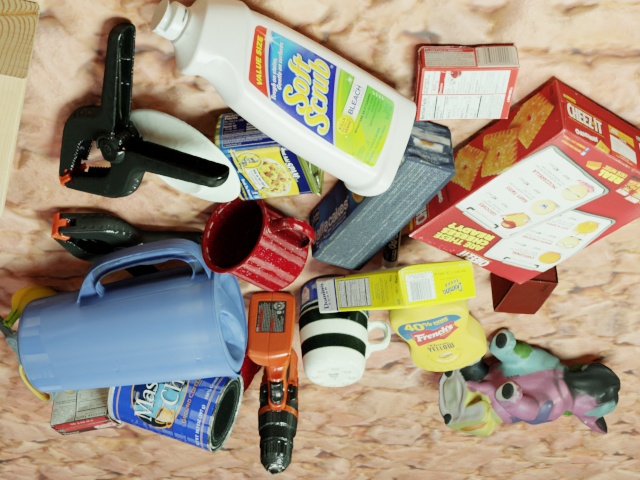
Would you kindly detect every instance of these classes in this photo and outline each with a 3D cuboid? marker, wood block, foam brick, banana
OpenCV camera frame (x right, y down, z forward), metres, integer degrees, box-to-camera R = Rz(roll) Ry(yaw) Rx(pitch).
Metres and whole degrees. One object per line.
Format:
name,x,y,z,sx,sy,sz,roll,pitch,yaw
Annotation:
marker,0.081,-0.008,1.184,0.020,0.020,0.121,0,146,-1
wood block,-0.313,-0.119,0.953,0.090,0.090,0.206,11,144,-16
foam brick,0.235,0.045,1.234,0.053,0.051,0.078,6,146,-11
banana,-0.327,0.100,1.304,0.037,0.069,0.197,11,162,24

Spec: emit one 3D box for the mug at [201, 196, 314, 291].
mug,-0.057,0.001,1.135,0.117,0.093,0.081,-21,146,34

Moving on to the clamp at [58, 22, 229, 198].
clamp,-0.190,-0.103,0.993,0.210,0.036,0.164,-15,109,44

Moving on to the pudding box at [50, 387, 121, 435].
pudding box,-0.302,0.194,1.402,0.090,0.113,0.039,-12,146,18

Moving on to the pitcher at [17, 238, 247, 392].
pitcher,-0.211,0.093,1.194,0.243,0.149,0.145,-9,168,9

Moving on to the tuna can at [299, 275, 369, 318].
tuna can,0.017,0.077,1.299,0.086,0.033,0.086,0,146,0

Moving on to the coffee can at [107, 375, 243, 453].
coffee can,-0.181,0.196,1.339,0.140,0.102,0.103,16,149,14

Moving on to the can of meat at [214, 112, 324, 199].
can of meat,-0.048,-0.084,1.036,0.084,0.057,0.102,-6,145,13

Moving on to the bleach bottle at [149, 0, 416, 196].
bleach bottle,-0.036,-0.131,0.927,0.250,0.102,0.068,24,172,-30

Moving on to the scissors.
scissors,-0.362,0.129,1.325,0.096,0.016,0.202,3,130,24

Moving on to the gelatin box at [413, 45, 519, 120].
gelatin box,0.131,-0.143,0.971,0.089,0.030,0.073,-1,148,0

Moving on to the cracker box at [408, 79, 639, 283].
cracker box,0.217,-0.051,1.073,0.164,0.072,0.214,23,141,-29

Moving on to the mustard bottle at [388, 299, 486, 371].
mustard bottle,0.136,0.094,1.302,0.096,0.058,0.191,-13,144,17

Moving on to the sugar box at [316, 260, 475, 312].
sugar box,0.078,0.053,1.164,0.093,0.048,0.177,-5,174,-29

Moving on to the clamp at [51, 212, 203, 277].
clamp,-0.211,0.003,1.184,0.120,0.039,0.171,-34,140,32

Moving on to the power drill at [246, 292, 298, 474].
power drill,-0.057,0.170,1.322,0.057,0.184,0.188,-1,137,0
